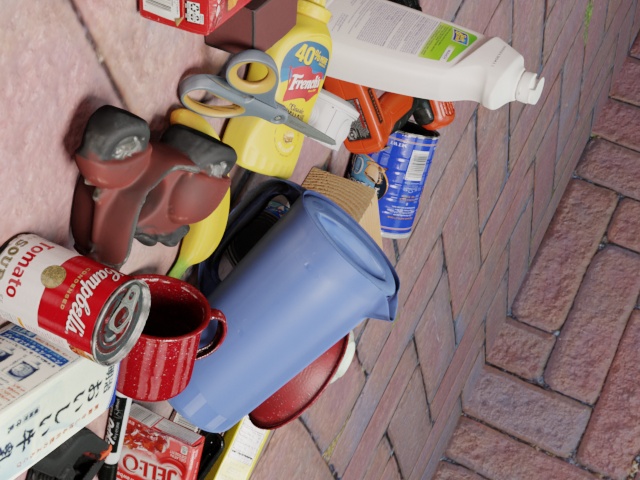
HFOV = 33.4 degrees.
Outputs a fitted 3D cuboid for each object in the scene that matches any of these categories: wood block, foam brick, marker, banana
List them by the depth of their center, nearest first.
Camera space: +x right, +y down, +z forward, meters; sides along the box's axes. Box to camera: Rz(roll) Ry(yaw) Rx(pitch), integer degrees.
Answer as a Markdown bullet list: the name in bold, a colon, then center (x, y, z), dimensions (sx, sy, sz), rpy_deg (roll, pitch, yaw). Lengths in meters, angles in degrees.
- **foam brick**: center (-0.060, -0.203, 0.938), dimensions (0.078, 0.053, 0.051), rpy_deg (-50, 154, -43)
- **banana**: center (-0.112, -0.047, 0.992), dimensions (0.069, 0.037, 0.198), rpy_deg (-49, 153, -45)
- **marker**: center (-0.199, 0.186, 1.037), dimensions (0.020, 0.020, 0.121), rpy_deg (-30, 138, -61)
- **wood block**: center (0.020, 0.013, 1.337), dimensions (0.090, 0.090, 0.206), rpy_deg (-60, 159, -25)

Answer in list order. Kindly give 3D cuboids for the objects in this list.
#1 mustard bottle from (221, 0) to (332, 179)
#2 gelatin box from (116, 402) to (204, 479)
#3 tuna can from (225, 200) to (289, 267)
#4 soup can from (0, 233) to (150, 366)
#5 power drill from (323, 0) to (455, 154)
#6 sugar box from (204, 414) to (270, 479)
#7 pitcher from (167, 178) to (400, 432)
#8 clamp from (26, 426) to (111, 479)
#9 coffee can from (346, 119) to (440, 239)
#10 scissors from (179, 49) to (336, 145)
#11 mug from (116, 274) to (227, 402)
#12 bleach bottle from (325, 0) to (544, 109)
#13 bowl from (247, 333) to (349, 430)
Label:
- **mustard bottle**: center (-0.034, -0.159, 1.048), dimensions (0.096, 0.058, 0.192), rpy_deg (12, 99, -58)
- **gelatin box**: center (-0.163, 0.213, 1.055), dimensions (0.030, 0.089, 0.073), rpy_deg (-30, 138, -61)
- **tuna can**: center (-0.057, 0.001, 1.118), dimensions (0.033, 0.086, 0.086), rpy_deg (-40, 146, -57)
- **soup can**: center (-0.186, 0.042, 0.785), dimensions (0.068, 0.102, 0.068), rpy_deg (-53, 156, -37)
- **power drill**: center (0.083, -0.197, 1.265), dimensions (0.187, 0.057, 0.184), rpy_deg (-36, 111, -43)
- **sugar box**: center (-0.098, 0.229, 1.261), dimensions (0.176, 0.048, 0.093), rpy_deg (-68, -161, -8)
- **pitcher**: center (-0.055, 0.067, 1.047), dimensions (0.243, 0.144, 0.149), rpy_deg (-43, -150, 16)
- **clamp**: center (-0.240, 0.216, 0.927), dimensions (0.120, 0.039, 0.171), rpy_deg (-69, 161, 7)
- **coffee can**: center (0.088, -0.086, 1.392), dimensions (0.102, 0.103, 0.140), rpy_deg (-24, 132, -64)
- **scissors**: center (-0.034, -0.128, 0.971), dimensions (0.201, 0.016, 0.096), rpy_deg (7, 147, -40)
- **mug**: center (-0.140, 0.089, 0.964), dimensions (0.117, 0.093, 0.082), rpy_deg (-6, 129, -29)
- **bleach bottle**: center (0.102, -0.185, 1.091), dimensions (0.102, 0.251, 0.068), rpy_deg (-58, 158, -28)
- **bowl**: center (-0.043, 0.122, 1.155), dimensions (0.055, 0.162, 0.162), rpy_deg (39, 67, -25)
